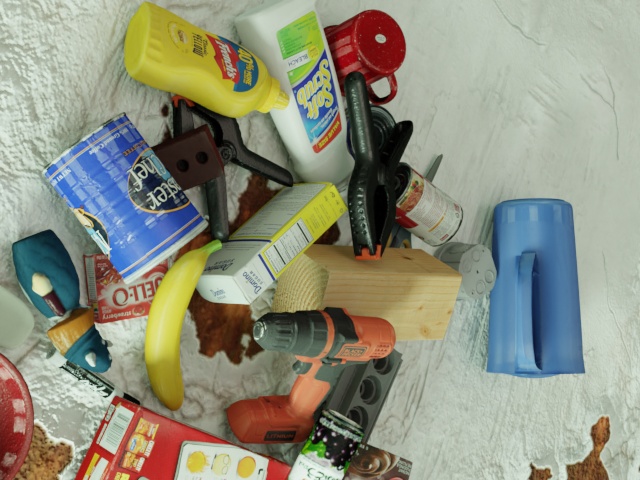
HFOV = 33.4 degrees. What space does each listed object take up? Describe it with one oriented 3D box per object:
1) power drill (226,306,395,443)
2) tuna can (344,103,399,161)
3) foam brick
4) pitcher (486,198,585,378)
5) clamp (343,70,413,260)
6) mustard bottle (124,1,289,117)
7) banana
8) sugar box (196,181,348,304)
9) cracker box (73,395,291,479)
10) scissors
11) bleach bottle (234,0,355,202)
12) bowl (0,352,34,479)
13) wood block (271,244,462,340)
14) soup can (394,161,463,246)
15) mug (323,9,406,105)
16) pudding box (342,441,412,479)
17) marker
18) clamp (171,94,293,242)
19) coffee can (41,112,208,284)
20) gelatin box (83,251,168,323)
[{"bbox_3d":[-0.028,0.149,1.177,0.184,0.188,0.057,9,41,-38],"label":"power drill"},{"bbox_3d":[0.058,-0.128,1.335,0.085,0.034,0.086,1,89,-39],"label":"tuna can"},{"bbox_3d":[-0.146,-0.083,1.138,0.078,0.051,0.053,-23,105,1],"label":"foam brick"},{"bbox_3d":[0.291,0.066,1.456,0.144,0.149,0.243,2,85,-25],"label":"pitcher"},{"bbox_3d":[0.059,-0.082,1.243,0.164,0.036,0.210,40,53,-53],"label":"clamp"},{"bbox_3d":[-0.116,-0.184,1.159,0.191,0.058,0.096,20,43,-31],"label":"mustard bottle"},{"bbox_3d":[-0.153,0.092,1.128,0.069,0.037,0.198,7,106,-35],"label":"banana"},{"bbox_3d":[-0.058,0.002,1.204,0.176,0.094,0.048,-46,117,-28],"label":"sugar box"},{"bbox_3d":[-0.156,0.277,1.129,0.213,0.072,0.164,30,79,-36],"label":"cracker box"},{"bbox_3d":[0.102,-0.038,1.382,0.096,0.016,0.201,26,73,-35],"label":"scissors"},{"bbox_3d":[-0.012,-0.162,1.263,0.102,0.068,0.251,-34,112,-32],"label":"bleach bottle"},{"bbox_3d":[-0.352,0.170,0.990,0.161,0.055,0.162,0,89,-39],"label":"bowl"},{"bbox_3d":[0.057,0.062,1.277,0.205,0.091,0.090,2,111,-36],"label":"wood block"},{"bbox_3d":[0.123,-0.044,1.344,0.102,0.069,0.068,34,69,-31],"label":"soup can"},{"bbox_3d":[0.055,-0.218,1.291,0.093,0.082,0.117,-33,99,-34],"label":"mug"},{"bbox_3d":[0.051,0.287,1.249,0.113,0.039,0.090,28,69,-34],"label":"pudding box"},{"bbox_3d":[-0.233,0.147,1.109,0.121,0.020,0.020,42,65,-31],"label":"marker"},{"bbox_3d":[-0.103,-0.097,1.201,0.120,0.039,0.171,-35,110,-32],"label":"clamp"},{"bbox_3d":[-0.194,-0.042,1.067,0.102,0.103,0.140,-40,98,-32],"label":"coffee can"},{"bbox_3d":[-0.202,0.046,1.127,0.089,0.030,0.073,-7,94,-38],"label":"gelatin box"}]
